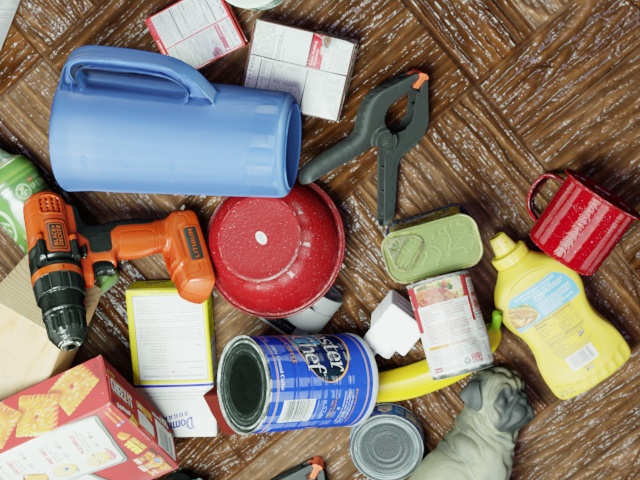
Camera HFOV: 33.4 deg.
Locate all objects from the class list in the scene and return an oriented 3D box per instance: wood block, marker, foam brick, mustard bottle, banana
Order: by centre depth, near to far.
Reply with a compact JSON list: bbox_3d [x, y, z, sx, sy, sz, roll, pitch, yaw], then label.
[{"bbox_3d":[-0.320,0.124,1.155,0.090,0.090,0.206,30,127,-1],"label":"wood block"},{"bbox_3d":[0.245,0.071,1.156,0.096,0.058,0.191,-35,97,9],"label":"mustard bottle"},{"bbox_3d":[0.123,0.137,1.183,0.198,0.037,0.069,-30,124,14],"label":"banana"},{"bbox_3d":[-0.080,0.173,1.186,0.051,0.078,0.053,-14,106,53],"label":"foam brick"},{"bbox_3d":[-0.068,0.077,1.201,0.121,0.020,0.020,34,102,-3],"label":"marker"}]

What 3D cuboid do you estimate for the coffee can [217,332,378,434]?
[{"bbox_3d":[-0.024,0.150,1.133,0.140,0.103,0.103,2,105,-36],"label":"coffee can"}]

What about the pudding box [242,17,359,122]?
[{"bbox_3d":[-0.023,-0.181,1.135,0.113,0.039,0.090,14,104,3],"label":"pudding box"}]

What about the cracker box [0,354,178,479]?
[{"bbox_3d":[-0.283,0.224,1.133,0.214,0.072,0.164,-24,140,6],"label":"cracker box"}]

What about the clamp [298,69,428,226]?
[{"bbox_3d":[0.054,-0.107,1.132,0.120,0.039,0.171,16,101,-28],"label":"clamp"}]

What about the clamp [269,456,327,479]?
[{"bbox_3d":[-0.058,0.342,1.247,0.164,0.036,0.210,20,101,-1],"label":"clamp"}]

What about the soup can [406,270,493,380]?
[{"bbox_3d":[0.135,0.088,1.109,0.068,0.068,0.102,-16,84,7],"label":"soup can"}]

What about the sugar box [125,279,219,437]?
[{"bbox_3d":[-0.165,0.134,1.208,0.093,0.048,0.176,-1,105,3],"label":"sugar box"}]

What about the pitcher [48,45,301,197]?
[{"bbox_3d":[-0.147,-0.114,1.093,0.243,0.149,0.145,5,92,8],"label":"pitcher"}]

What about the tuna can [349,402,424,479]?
[{"bbox_3d":[0.076,0.231,1.215,0.086,0.033,0.086,1,102,4],"label":"tuna can"}]

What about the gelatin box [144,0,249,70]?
[{"bbox_3d":[-0.131,-0.222,1.138,0.089,0.030,0.073,-26,97,9],"label":"gelatin box"}]

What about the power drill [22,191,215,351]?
[{"bbox_3d":[-0.208,0.029,1.108,0.187,0.184,0.057,1,145,-30],"label":"power drill"}]

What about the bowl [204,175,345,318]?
[{"bbox_3d":[-0.057,0.001,1.138,0.162,0.055,0.162,-2,82,15],"label":"bowl"}]

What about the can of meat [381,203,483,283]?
[{"bbox_3d":[0.118,0.001,1.138,0.102,0.084,0.057,-16,100,7],"label":"can of meat"}]

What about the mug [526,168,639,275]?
[{"bbox_3d":[0.266,-0.024,1.126,0.117,0.093,0.081,41,109,27],"label":"mug"}]
